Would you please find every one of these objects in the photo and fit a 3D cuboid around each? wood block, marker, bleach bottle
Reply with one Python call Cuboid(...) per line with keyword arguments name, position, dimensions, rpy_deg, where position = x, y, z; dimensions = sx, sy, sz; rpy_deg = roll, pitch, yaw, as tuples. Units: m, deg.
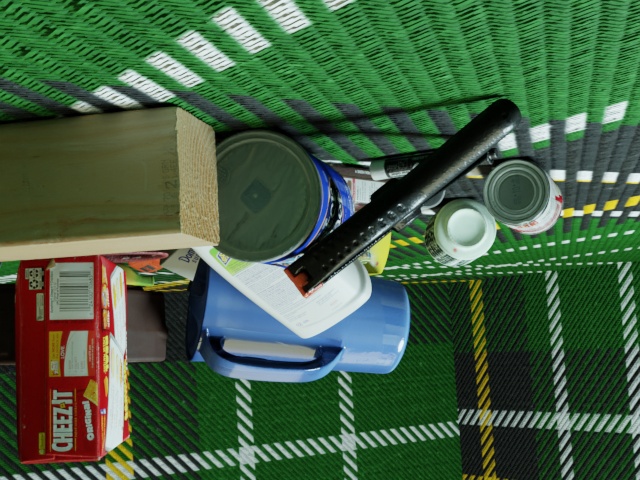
Cuboid(name="wood block", position=(-0.185, -0.036, 0.770), dimensions=(0.206, 0.090, 0.090), rpy_deg=(-4, 175, 12))
Cuboid(name="marker", position=(0.103, -0.071, 0.970), dimensions=(0.121, 0.020, 0.020), rpy_deg=(-6, 174, 28))
Cuboid(name="bleach bottle", position=(-0.057, 0.001, 1.029), dimensions=(0.103, 0.068, 0.250), rpy_deg=(-35, 134, 13))

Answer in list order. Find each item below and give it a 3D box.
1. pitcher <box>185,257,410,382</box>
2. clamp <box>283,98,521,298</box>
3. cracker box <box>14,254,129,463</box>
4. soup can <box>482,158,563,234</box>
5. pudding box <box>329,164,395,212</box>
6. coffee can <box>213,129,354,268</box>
Cuboid(name="pitcher", position=(-0.026, 0.090, 1.196), dimensions=(0.242, 0.149, 0.145), rpy_deg=(9, 169, -13))
Cuboid(name="clamp", position=(0.063, -0.032, 0.818), dimensions=(0.210, 0.036, 0.164), rpy_deg=(-37, 175, -10))
Cuboid(name="cracker box", position=(-0.211, 0.101, 0.929), dimensions=(0.072, 0.164, 0.214), rpy_deg=(-1, 175, -5))
Cuboid(name="soup can", position=(0.206, -0.043, 1.083), dimensions=(0.069, 0.068, 0.102), rpy_deg=(-5, 174, 19))
Cuboid(name="pudding box", position=(0.006, -0.047, 1.059), dimensions=(0.089, 0.039, 0.114), rpy_deg=(3, 171, -42))
Cuboid(name="coffee can", position=(-0.035, -0.029, 0.878), dimensions=(0.103, 0.103, 0.140), rpy_deg=(-5, 175, 13))
